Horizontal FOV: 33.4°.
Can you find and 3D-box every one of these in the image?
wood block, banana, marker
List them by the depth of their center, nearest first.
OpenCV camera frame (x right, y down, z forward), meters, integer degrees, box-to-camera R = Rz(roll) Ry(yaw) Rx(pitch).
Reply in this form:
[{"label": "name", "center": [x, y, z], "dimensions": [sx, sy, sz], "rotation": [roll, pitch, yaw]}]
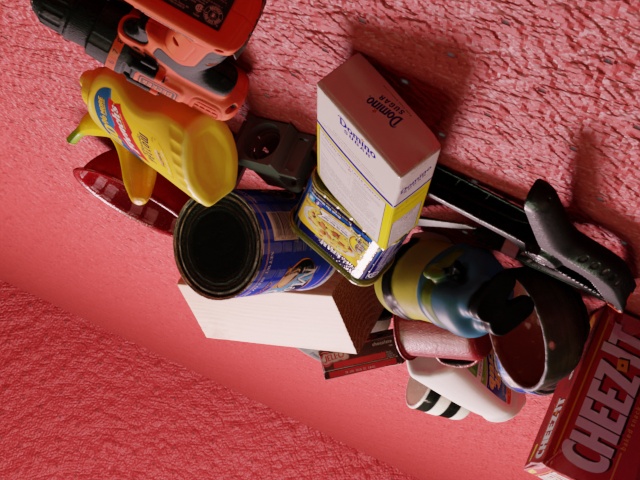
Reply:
[{"label": "marker", "center": [0.187, 0.016, 0.918], "dimensions": [0.121, 0.020, 0.020], "rotation": [24, 165, 9]}, {"label": "banana", "center": [-0.197, -0.096, 1.058], "dimensions": [0.037, 0.070, 0.198], "rotation": [17, -168, -36]}, {"label": "wood block", "center": [-0.042, 0.056, 1.192], "dimensions": [0.206, 0.090, 0.091], "rotation": [2, 133, 33]}]

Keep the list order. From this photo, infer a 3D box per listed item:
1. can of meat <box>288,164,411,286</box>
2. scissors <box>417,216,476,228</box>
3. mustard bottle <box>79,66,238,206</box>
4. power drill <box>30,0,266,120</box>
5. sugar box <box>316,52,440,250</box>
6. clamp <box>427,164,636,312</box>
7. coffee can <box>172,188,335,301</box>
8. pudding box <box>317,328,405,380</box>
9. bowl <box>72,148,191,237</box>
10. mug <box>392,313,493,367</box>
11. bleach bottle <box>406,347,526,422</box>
[{"label": "can of meat", "center": [0.028, -0.020, 0.936], "dimensions": [0.102, 0.057, 0.084], "rotation": [41, 152, 8]}, {"label": "scissors", "center": [0.060, -0.029, 0.964], "dimensions": [0.096, 0.016, 0.202], "rotation": [34, 167, -13]}, {"label": "mustard bottle", "center": [-0.155, -0.110, 0.954], "dimensions": [0.192, 0.058, 0.096], "rotation": [34, 153, 35]}, {"label": "power drill", "center": [-0.125, -0.163, 0.781], "dimensions": [0.184, 0.057, 0.188], "rotation": [25, 168, -10]}, {"label": "sugar box", "center": [0.040, -0.062, 0.808], "dimensions": [0.093, 0.048, 0.176], "rotation": [50, 167, 12]}, {"label": "clamp", "center": [0.172, -0.004, 0.843], "dimensions": [0.209, 0.036, 0.165], "rotation": [33, 174, -36]}, {"label": "coffee can", "center": [-0.057, 0.001, 1.015], "dimensions": [0.103, 0.103, 0.140], "rotation": [18, -169, 30]}, {"label": "pudding box", "center": [0.053, 0.126, 1.207], "dimensions": [0.090, 0.039, 0.113], "rotation": [-13, 176, 11]}, {"label": "bowl", "center": [-0.204, -0.062, 1.244], "dimensions": [0.162, 0.055, 0.162], "rotation": [25, 165, 7]}, {"label": "mug", "center": [0.132, 0.087, 1.084], "dimensions": [0.082, 0.093, 0.117], "rotation": [2, 130, 28]}, {"label": "bleach bottle", "center": [0.183, 0.148, 1.250], "dimensions": [0.068, 0.102, 0.250], "rotation": [-11, 153, 29]}]
